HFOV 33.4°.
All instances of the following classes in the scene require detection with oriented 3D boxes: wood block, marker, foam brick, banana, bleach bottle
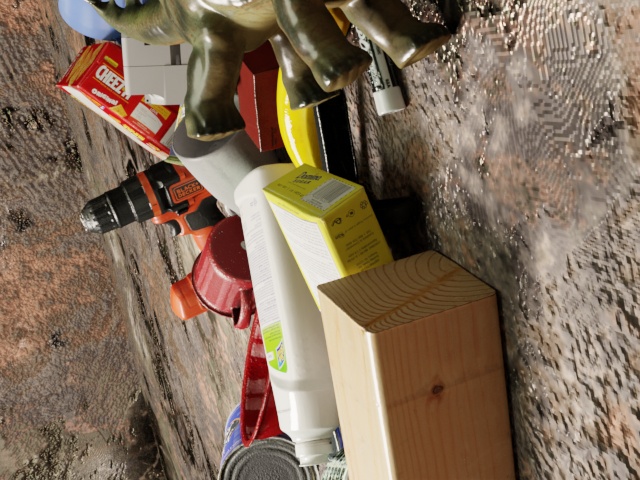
[{"bbox_3d":[0.069,0.125,0.714,0.090,0.090,0.206,-142,39,-62],"label":"wood block"},{"bbox_3d":[0.032,-0.143,0.707,0.020,0.020,0.121,170,84,-73],"label":"marker"},{"bbox_3d":[-0.038,-0.123,0.893,0.051,0.053,0.078,-124,25,-47],"label":"foam brick"},{"bbox_3d":[-0.005,-0.113,0.829,0.070,0.037,0.198,28,145,24],"label":"banana"},{"bbox_3d":[-0.023,0.065,0.916,0.103,0.068,0.251,142,122,-71],"label":"bleach bottle"}]

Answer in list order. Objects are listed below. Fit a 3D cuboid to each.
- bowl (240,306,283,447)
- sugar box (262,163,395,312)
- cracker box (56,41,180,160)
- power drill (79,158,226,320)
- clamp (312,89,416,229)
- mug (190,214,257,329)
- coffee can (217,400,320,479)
[{"bbox_3d":[-0.035,0.120,1.024,0.162,0.055,0.162,-170,90,-79],"label":"bowl"},{"bbox_3d":[0.026,0.035,0.772,0.093,0.048,0.176,30,150,59],"label":"sugar box"},{"bbox_3d":[-0.221,-0.164,1.281,0.164,0.072,0.214,36,176,-21],"label":"cracker box"},{"bbox_3d":[-0.159,-0.002,1.205,0.057,0.184,0.187,53,163,52],"label":"power drill"},{"bbox_3d":[0.019,-0.036,0.813,0.172,0.039,0.120,119,131,-63],"label":"clamp"},{"bbox_3d":[-0.085,0.035,1.118,0.082,0.093,0.117,118,152,-61],"label":"mug"},{"bbox_3d":[-0.052,0.227,1.114,0.140,0.103,0.103,-99,-4,-79],"label":"coffee can"}]
